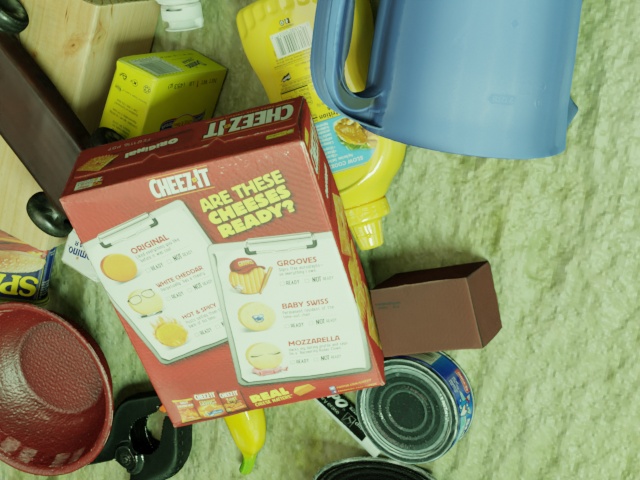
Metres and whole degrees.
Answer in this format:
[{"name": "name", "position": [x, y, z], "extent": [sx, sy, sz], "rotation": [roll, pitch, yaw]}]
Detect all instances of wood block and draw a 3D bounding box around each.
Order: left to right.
[{"name": "wood block", "position": [-0.209, -0.109, 0.859], "extent": [0.090, 0.090, 0.206], "rotation": [26, 115, 18]}]

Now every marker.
[{"name": "marker", "position": [0.004, 0.124, 0.845], "extent": [0.121, 0.020, 0.020], "rotation": [42, 119, 13]}]

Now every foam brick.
[{"name": "foam brick", "position": [0.083, 0.049, 0.764], "extent": [0.078, 0.051, 0.053], "rotation": [-8, 98, 30]}]

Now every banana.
[{"name": "banana", "position": [-0.099, 0.103, 0.886], "extent": [0.070, 0.037, 0.198], "rotation": [-36, 85, 29]}]

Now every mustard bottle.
[{"name": "mustard bottle", "position": [0.010, -0.086, 0.764], "extent": [0.096, 0.058, 0.191], "rotation": [-14, 96, 28]}]

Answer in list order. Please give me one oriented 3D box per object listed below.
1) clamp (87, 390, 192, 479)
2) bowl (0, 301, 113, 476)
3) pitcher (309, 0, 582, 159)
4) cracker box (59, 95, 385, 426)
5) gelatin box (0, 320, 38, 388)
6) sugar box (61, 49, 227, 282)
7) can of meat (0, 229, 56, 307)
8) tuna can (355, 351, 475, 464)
[{"name": "clamp", "position": [-0.171, 0.186, 0.949], "extent": [0.120, 0.039, 0.172], "rotation": [34, 113, 12]}, {"name": "bowl", "position": [-0.241, 0.121, 0.934], "extent": [0.162, 0.055, 0.162], "rotation": [6, 108, 18]}, {"name": "pitcher", "position": [0.091, -0.176, 0.639], "extent": [0.145, 0.149, 0.243], "rotation": [13, 109, 21]}, {"name": "cracker box", "position": [-0.058, 0.021, 0.742], "extent": [0.164, 0.072, 0.213], "rotation": [-13, 124, 10]}, {"name": "gelatin box", "position": [-0.305, 0.087, 0.986], "extent": [0.089, 0.030, 0.073], "rotation": [19, 113, 2]}, {"name": "sugar box", "position": [-0.137, -0.058, 0.833], "extent": [0.048, 0.093, 0.176], "rotation": [29, 116, 22]}, {"name": "can of meat", "position": [-0.280, 0.006, 0.927], "extent": [0.057, 0.102, 0.084], "rotation": [-129, 51, -59]}, {"name": "tuna can", "position": [0.070, 0.123, 0.801], "extent": [0.086, 0.033, 0.086], "rotation": [8, 107, 27]}]
